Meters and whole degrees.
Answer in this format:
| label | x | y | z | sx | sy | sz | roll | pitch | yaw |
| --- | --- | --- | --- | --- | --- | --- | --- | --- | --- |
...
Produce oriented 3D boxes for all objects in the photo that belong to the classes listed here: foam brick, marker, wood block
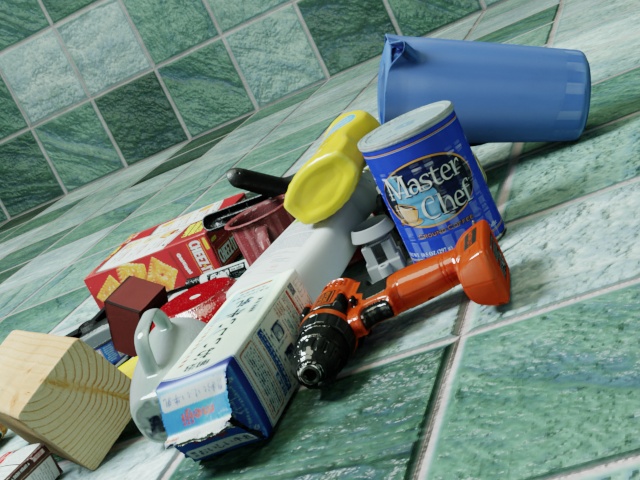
| label | x | y | z | sx | sy | sz | roll | pitch | yaw |
| --- | --- | --- | --- | --- | --- | --- | --- | --- | --- |
| foam brick | -0.206 | 0.089 | 1.216 | 0.051 | 0.078 | 0.052 | 15 | 42 | 23 |
| marker | -0.130 | 0.045 | 1.410 | 0.121 | 0.020 | 0.020 | -19 | 15 | 29 |
| wood block | -0.266 | 0.151 | 1.050 | 0.090 | 0.090 | 0.206 | -56 | 24 | -21 |

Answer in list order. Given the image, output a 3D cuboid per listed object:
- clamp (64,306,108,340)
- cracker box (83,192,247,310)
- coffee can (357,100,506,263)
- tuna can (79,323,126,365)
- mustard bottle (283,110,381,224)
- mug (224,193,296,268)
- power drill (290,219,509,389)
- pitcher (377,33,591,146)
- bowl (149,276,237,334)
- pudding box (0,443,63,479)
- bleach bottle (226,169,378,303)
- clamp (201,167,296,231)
| label | x | y | z | sx | sy | sz | roll | pitch | yaw |
| --- | --- | --- | --- | --- | --- | --- | --- | --- | --- |
| clamp | -0.296 | 0.119 | 1.393 | 0.171 | 0.039 | 0.120 | -32 | 12 | -22 |
| cracker box | -0.211 | 0.020 | 1.545 | 0.214 | 0.072 | 0.164 | -19 | 16 | 24 |
| coffee can | 0.112 | -0.055 | 1.071 | 0.103 | 0.140 | 0.103 | -25 | 13 | 6 |
| tuna can | -0.266 | 0.132 | 1.298 | 0.086 | 0.034 | 0.086 | -25 | 13 | 6 |
| mustard bottle | 0.023 | -0.093 | 1.163 | 0.096 | 0.058 | 0.191 | -47 | 7 | 30 |
| mug | -0.059 | 0.002 | 1.303 | 0.093 | 0.081 | 0.117 | -25 | 13 | 4 |
| power drill | 0.067 | 0.054 | 0.918 | 0.188 | 0.057 | 0.184 | -22 | 14 | 17 |
| pitcher | 0.189 | -0.170 | 1.272 | 0.243 | 0.145 | 0.149 | 2 | 14 | 2 |
| bowl | -0.128 | 0.086 | 1.172 | 0.162 | 0.055 | 0.162 | -24 | 13 | 6 |
| pudding box | -0.307 | 0.233 | 0.979 | 0.114 | 0.039 | 0.090 | -21 | 15 | 29 |
| bleach bottle | 0.003 | -0.001 | 1.149 | 0.103 | 0.068 | 0.250 | -11 | 28 | 40 |
| clamp | -0.045 | -0.064 | 1.385 | 0.209 | 0.036 | 0.165 | -10 | -17 | -15 |
